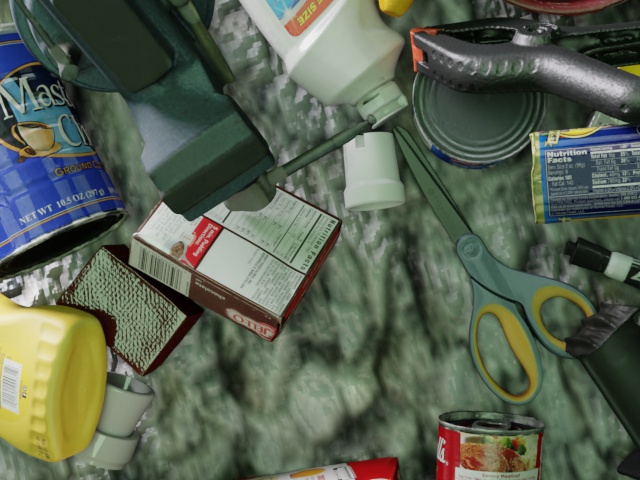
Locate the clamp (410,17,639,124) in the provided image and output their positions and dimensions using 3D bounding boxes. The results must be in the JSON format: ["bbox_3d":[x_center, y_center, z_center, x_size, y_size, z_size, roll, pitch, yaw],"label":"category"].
[{"bbox_3d":[0.139,-0.111,0.632,0.172,0.120,0.039,19,122,35],"label":"clamp"}]

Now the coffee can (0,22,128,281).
[{"bbox_3d":[-0.204,-0.057,0.707,0.103,0.102,0.140,-27,87,7],"label":"coffee can"}]

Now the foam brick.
[{"bbox_3d":[-0.127,0.045,0.723,0.078,0.051,0.053,40,94,6],"label":"foam brick"}]

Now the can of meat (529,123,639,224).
[{"bbox_3d":[0.165,-0.040,0.614,0.084,0.102,0.057,-4,94,13],"label":"can of meat"}]

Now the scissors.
[{"bbox_3d":[0.120,0.007,0.705,0.096,0.016,0.202,-16,88,6],"label":"scissors"}]

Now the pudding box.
[{"bbox_3d":[-0.055,0.001,0.698,0.113,0.039,0.090,29,57,5],"label":"pudding box"}]

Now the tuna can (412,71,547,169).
[{"bbox_3d":[0.102,-0.090,0.694,0.086,0.034,0.086,0,85,3],"label":"tuna can"}]

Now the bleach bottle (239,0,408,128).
[{"bbox_3d":[-0.014,-0.191,0.702,0.102,0.068,0.251,-33,89,4],"label":"bleach bottle"}]

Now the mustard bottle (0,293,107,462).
[{"bbox_3d":[-0.234,0.076,0.719,0.192,0.058,0.096,13,104,27],"label":"mustard bottle"}]

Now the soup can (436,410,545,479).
[{"bbox_3d":[0.107,0.165,0.682,0.068,0.068,0.102,2,91,8],"label":"soup can"}]
